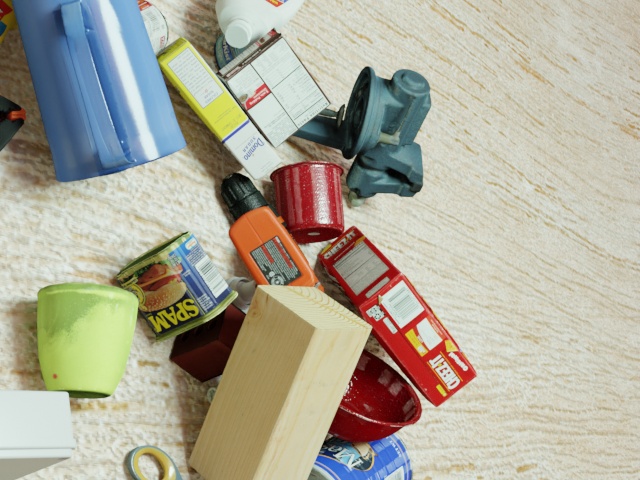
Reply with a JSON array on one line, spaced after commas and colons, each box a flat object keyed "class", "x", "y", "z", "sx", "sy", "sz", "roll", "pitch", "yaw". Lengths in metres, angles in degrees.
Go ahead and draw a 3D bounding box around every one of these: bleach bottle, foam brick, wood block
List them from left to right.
[{"class": "foam brick", "x": -0.111, "y": 0.107, "z": 1.123, "sx": 0.051, "sy": 0.078, "sz": 0.053, "roll": 40, "pitch": 43, "yaw": -31}, {"class": "bleach bottle", "x": -0.072, "y": -0.299, "z": 1.344, "sx": 0.102, "sy": 0.068, "sz": 0.250, "roll": 38, "pitch": 32, "yaw": -14}, {"class": "wood block", "x": -0.042, "y": 0.157, "z": 1.072, "sx": 0.090, "sy": 0.091, "sz": 0.206, "roll": 5, "pitch": 112, "yaw": -49}]

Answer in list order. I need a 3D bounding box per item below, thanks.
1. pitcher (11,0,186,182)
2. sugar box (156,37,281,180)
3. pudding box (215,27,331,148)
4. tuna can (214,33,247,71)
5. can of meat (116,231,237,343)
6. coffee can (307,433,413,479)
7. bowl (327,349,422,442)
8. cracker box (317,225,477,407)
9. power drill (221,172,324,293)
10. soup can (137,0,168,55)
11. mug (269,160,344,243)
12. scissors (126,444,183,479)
[{"class": "pitcher", "x": -0.224, "y": -0.183, "z": 1.029, "sx": 0.144, "sy": 0.149, "sz": 0.243, "roll": -30, "pitch": 111, "yaw": -46}, {"class": "sugar box", "x": -0.120, "y": -0.152, "z": 1.236, "sx": 0.176, "sy": 0.048, "sz": 0.093, "roll": 54, "pitch": -2, "yaw": -18}, {"class": "pudding box", "x": -0.054, "y": -0.179, "z": 1.261, "sx": 0.113, "sy": 0.090, "sz": 0.039, "roll": 52, "pitch": -2, "yaw": -33}, {"class": "tuna can", "x": -0.094, "y": -0.231, "z": 1.355, "sx": 0.086, "sy": 0.034, "sz": 0.086, "roll": 27, "pitch": 53, "yaw": -41}, {"class": "can of meat", "x": -0.149, "y": 0.046, "z": 1.088, "sx": 0.084, "sy": 0.102, "sz": 0.057, "roll": 57, "pitch": 38, "yaw": -10}, {"class": "coffee can", "x": 0.024, "y": 0.270, "z": 1.183, "sx": 0.140, "sy": 0.103, "sz": 0.103, "roll": -20, "pitch": 87, "yaw": -53}, {"class": "bowl", "x": 0.029, "y": 0.173, "z": 1.180, "sx": 0.162, "sy": 0.055, "sz": 0.162, "roll": 24, "pitch": 19, "yaw": -9}, {"class": "cracker box", "x": 0.087, "y": 0.087, "z": 1.293, "sx": 0.164, "sy": 0.072, "sz": 0.214, "roll": 52, "pitch": -1, "yaw": -20}, {"class": "power drill", "x": -0.058, "y": 0.001, "z": 1.189, "sx": 0.184, "sy": 0.057, "sz": 0.187, "roll": 55, "pitch": 2, "yaw": -1}, {"class": "soup can", "x": -0.220, "y": -0.217, "z": 1.164, "sx": 0.068, "sy": 0.069, "sz": 0.102, "roll": 58, "pitch": 37, "yaw": -12}, {"class": "mug", "x": -0.013, "y": -0.042, "z": 1.325, "sx": 0.117, "sy": 0.093, "sz": 0.081, "roll": 71, "pitch": 13, "yaw": -75}, {"class": "scissors", "x": -0.127, "y": 0.254, "z": 1.077, "sx": 0.201, "sy": 0.016, "sz": 0.096, "roll": 11, "pitch": 63, "yaw": -48}]
